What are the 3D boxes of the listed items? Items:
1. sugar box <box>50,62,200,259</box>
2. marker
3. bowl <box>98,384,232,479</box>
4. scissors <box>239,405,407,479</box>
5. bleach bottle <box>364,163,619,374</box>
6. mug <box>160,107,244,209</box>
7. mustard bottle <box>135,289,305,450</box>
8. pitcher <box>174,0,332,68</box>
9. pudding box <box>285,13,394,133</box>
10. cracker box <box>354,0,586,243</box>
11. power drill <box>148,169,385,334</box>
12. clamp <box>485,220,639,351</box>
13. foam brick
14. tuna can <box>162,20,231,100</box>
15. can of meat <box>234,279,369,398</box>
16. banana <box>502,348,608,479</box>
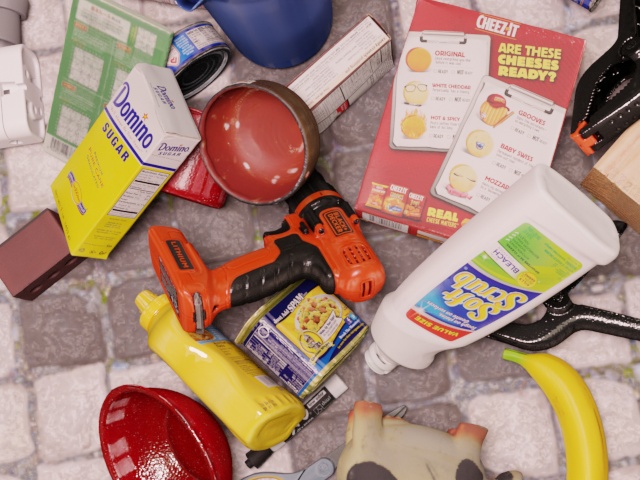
[{"bbox_3d":[-0.186,-0.072,0.994,0.176,0.048,0.093,-49,52,33],"label":"sugar box"},{"bbox_3d":[-0.025,0.173,1.013,0.121,0.020,0.020,-42,79,0],"label":"marker"},{"bbox_3d":[-0.132,0.197,0.980,0.162,0.055,0.162,19,119,37],"label":"bowl"},{"bbox_3d":[0.004,0.235,1.002,0.202,0.016,0.096,-22,81,3],"label":"scissors"},{"bbox_3d":[0.136,0.046,0.947,0.102,0.068,0.251,38,122,-13],"label":"bleach bottle"},{"bbox_3d":[-0.130,-0.082,1.034,0.117,0.093,0.081,17,88,37],"label":"mug"},{"bbox_3d":[-0.104,0.111,0.988,0.192,0.096,0.058,41,100,22],"label":"mustard bottle"},{"bbox_3d":[-0.046,-0.250,0.963,0.149,0.243,0.145,-11,81,5],"label":"pitcher"},{"bbox_3d":[0.018,-0.156,1.020,0.113,0.090,0.039,-43,80,0],"label":"pudding box"},{"bbox_3d":[0.140,-0.101,1.007,0.164,0.072,0.213,16,83,6],"label":"cracker box"},{"bbox_3d":[-0.056,0.001,0.968,0.187,0.057,0.184,-17,44,-16],"label":"power drill"},{"bbox_3d":[0.224,0.047,0.992,0.171,0.039,0.120,-8,61,8],"label":"clamp"},{"bbox_3d":[-0.276,0.015,1.049,0.078,0.053,0.051,-38,79,1],"label":"foam brick"},{"bbox_3d":[-0.130,-0.172,1.042,0.086,0.086,0.034,-38,81,0],"label":"tuna can"},{"bbox_3d":[-0.014,0.086,0.987,0.084,0.058,0.101,42,45,8],"label":"can of meat"},{"bbox_3d":[0.228,0.185,0.975,0.070,0.037,0.198,-23,75,33],"label":"banana"}]
